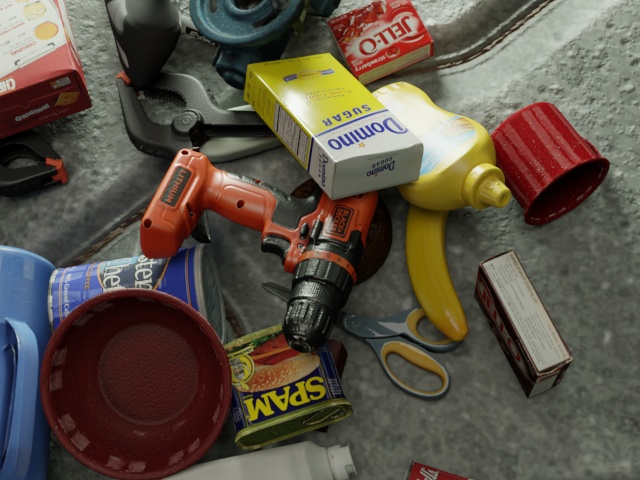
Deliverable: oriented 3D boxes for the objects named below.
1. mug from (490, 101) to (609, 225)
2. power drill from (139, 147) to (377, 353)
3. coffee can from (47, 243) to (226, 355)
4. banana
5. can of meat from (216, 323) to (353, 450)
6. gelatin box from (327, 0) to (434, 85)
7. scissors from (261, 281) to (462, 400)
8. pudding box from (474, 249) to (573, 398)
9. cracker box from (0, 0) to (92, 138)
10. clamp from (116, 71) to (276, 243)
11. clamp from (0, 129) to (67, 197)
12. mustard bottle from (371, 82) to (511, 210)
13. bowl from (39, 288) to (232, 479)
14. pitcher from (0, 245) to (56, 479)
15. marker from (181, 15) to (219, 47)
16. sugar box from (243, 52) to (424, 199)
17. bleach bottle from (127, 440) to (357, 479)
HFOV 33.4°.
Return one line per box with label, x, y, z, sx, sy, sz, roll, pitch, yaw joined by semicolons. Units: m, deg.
mug;0.217;-0.077;1.001;0.117;0.093;0.081;-15;60;-32
power drill;-0.056;0.001;0.923;0.188;0.057;0.184;16;51;7
coffee can;-0.166;0.064;0.981;0.140;0.103;0.103;-9;69;4
banana;0.111;0.001;0.995;0.070;0.037;0.197;-8;61;33
can of meat;-0.033;0.121;0.912;0.102;0.057;0.084;-18;66;0
gelatin box;0.062;-0.208;1.092;0.089;0.030;0.073;-24;69;-2
scissors;0.049;0.068;1.000;0.202;0.016;0.096;39;77;18
pudding box;0.176;0.074;0.942;0.039;0.090;0.113;-26;69;-4
cracker box;-0.340;-0.205;1.102;0.164;0.072;0.214;-20;59;-3
clamp;-0.116;-0.112;1.046;0.164;0.036;0.210;-40;63;-13
clamp;-0.341;-0.094;1.098;0.171;0.039;0.120;5;65;2
mustard bottle;0.104;-0.078;0.985;0.096;0.058;0.192;-39;44;-13
bowl;-0.151;0.118;0.904;0.162;0.055;0.162;0;94;3
pitcher;-0.296;0.129;0.957;0.149;0.145;0.243;-4;67;9
marker;-0.122;-0.219;1.126;0.121;0.020;0.020;24;74;15
sugar box;0.009;-0.109;0.968;0.093;0.048;0.176;-14;40;-26
bleach bottle;-0.093;0.220;0.914;0.251;0.102;0.068;-16;68;2
